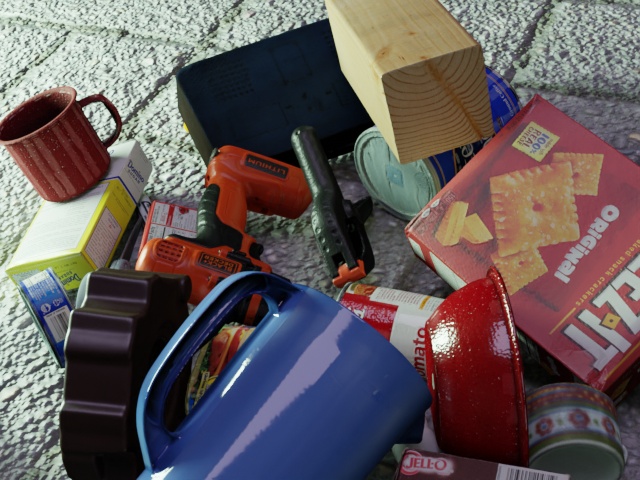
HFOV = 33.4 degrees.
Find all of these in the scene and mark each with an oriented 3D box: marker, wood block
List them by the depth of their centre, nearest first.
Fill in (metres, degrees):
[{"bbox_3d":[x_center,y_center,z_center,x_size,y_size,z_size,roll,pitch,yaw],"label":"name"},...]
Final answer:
[{"bbox_3d":[0.077,-0.166,0.978,0.090,0.091,0.206,-18,34,-4],"label":"wood block"},{"bbox_3d":[-0.163,-0.007,1.055,0.020,0.020,0.121,-21,41,-12],"label":"marker"}]

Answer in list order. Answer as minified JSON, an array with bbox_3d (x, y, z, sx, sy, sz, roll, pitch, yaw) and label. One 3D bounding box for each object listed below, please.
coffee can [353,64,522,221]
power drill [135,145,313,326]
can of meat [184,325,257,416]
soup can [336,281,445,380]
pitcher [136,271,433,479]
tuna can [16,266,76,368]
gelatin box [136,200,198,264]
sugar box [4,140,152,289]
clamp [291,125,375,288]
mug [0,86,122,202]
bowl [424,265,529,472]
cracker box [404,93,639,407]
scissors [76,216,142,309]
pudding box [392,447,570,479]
[{"bbox_3d":[0.116,-0.097,1.038,0.103,0.103,0.140,27,52,35],"label":"coffee can"},{"bbox_3d":[-0.056,0.001,0.966,0.184,0.057,0.187,19,40,-4],"label":"power drill"},{"bbox_3d":[-0.056,0.115,0.864,0.084,0.057,0.102,1,42,15],"label":"can of meat"},{"bbox_3d":[0.066,0.076,0.874,0.102,0.068,0.068,10,44,21],"label":"soup can"},{"bbox_3d":[-0.052,0.149,0.726,0.149,0.145,0.242,33,71,25],"label":"pitcher"},{"bbox_3d":[-0.231,0.068,0.930,0.033,0.086,0.086,-28,43,-17],"label":"tuna can"},{"bbox_3d":[-0.124,0.004,1.005,0.089,0.030,0.073,12,40,-8],"label":"gelatin box"},{"bbox_3d":[-0.234,-0.023,1.055,0.093,0.048,0.176,-12,35,23],"label":"sugar box"},{"bbox_3d":[0.023,-0.017,0.970,0.039,0.120,0.171,-32,45,24],"label":"clamp"},{"bbox_3d":[-0.250,-0.098,1.050,0.117,0.081,0.093,-33,33,-6],"label":"mug"},{"bbox_3d":[0.107,0.101,0.762,0.055,0.162,0.162,-5,40,1],"label":"bowl"},{"bbox_3d":[0.198,0.007,0.853,0.164,0.072,0.214,-44,61,-5],"label":"cracker box"},{"bbox_3d":[-0.181,0.048,0.976,0.016,0.096,0.201,-8,15,9],"label":"scissors"},{"bbox_3d":[0.109,0.186,0.720,0.114,0.090,0.039,8,50,18],"label":"pudding box"}]
